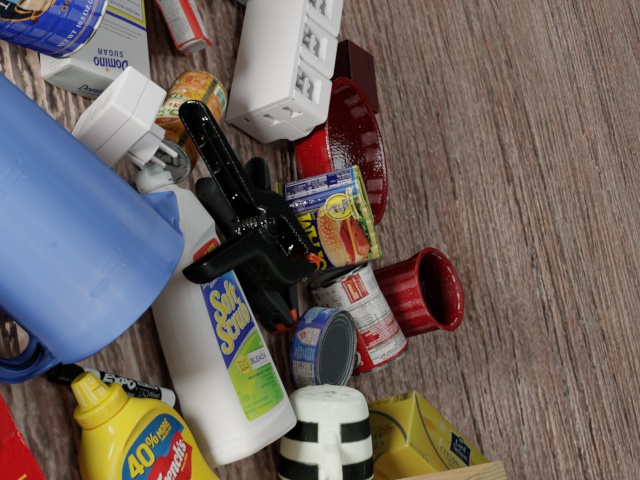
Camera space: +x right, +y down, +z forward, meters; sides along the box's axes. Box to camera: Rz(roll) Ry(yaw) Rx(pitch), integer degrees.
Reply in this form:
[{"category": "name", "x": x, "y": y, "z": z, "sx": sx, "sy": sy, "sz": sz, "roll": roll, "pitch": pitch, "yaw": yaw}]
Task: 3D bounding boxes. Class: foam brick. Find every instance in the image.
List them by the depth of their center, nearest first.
[{"category": "foam brick", "x": 0.029, "y": -0.178, "z": 1.211, "sx": 0.052, "sy": 0.051, "sz": 0.078, "roll": 22, "pitch": 56, "yaw": -48}]

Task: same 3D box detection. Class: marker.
[{"category": "marker", "x": -0.162, "y": 0.113, "z": 0.828, "sx": 0.120, "sy": 0.020, "sz": 0.020, "roll": 26, "pitch": 54, "yaw": -46}]

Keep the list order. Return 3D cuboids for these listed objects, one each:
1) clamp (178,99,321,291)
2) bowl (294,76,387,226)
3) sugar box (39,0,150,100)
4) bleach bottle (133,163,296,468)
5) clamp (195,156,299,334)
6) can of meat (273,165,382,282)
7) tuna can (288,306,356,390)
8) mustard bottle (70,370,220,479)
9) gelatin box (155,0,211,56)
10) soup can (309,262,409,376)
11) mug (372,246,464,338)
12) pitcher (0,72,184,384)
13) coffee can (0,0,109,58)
[{"category": "clamp", "x": -0.062, "y": -0.022, "z": 0.933, "sx": 0.209, "sy": 0.036, "sz": 0.164, "roll": 27, "pitch": 51, "yaw": -59}, {"category": "bowl", "x": 0.017, "y": -0.088, "z": 1.129, "sx": 0.161, "sy": 0.055, "sz": 0.162, "roll": -10, "pitch": 90, "yaw": -67}, {"category": "sugar box", "x": -0.197, "y": -0.209, "z": 0.920, "sx": 0.093, "sy": 0.048, "sz": 0.176, "roll": 16, "pitch": 63, "yaw": -50}, {"category": "bleach bottle", "x": -0.104, "y": 0.057, "z": 0.899, "sx": 0.102, "sy": 0.068, "sz": 0.251, "roll": -19, "pitch": 88, "yaw": -61}, {"category": "clamp", "x": -0.057, "y": 0.001, "z": 1.015, "sx": 0.120, "sy": 0.039, "sz": 0.171, "roll": -44, "pitch": 117, "yaw": -55}, {"category": "can of meat", "x": 0.009, "y": -0.017, "z": 1.041, "sx": 0.057, "sy": 0.084, "sz": 0.102, "roll": -97, "pitch": 170, "yaw": -55}, {"category": "tuna can", "x": 0.003, "y": 0.107, "z": 1.021, "sx": 0.086, "sy": 0.034, "sz": 0.086, "roll": -25, "pitch": 119, "yaw": -61}, {"category": "mustard bottle", "x": -0.128, "y": 0.178, "z": 0.809, "sx": 0.191, "sy": 0.058, "sz": 0.096, "roll": 58, "pitch": 41, "yaw": -16}, {"category": "gelatin box", "x": -0.132, "y": -0.213, "z": 0.993, "sx": 0.089, "sy": 0.030, "sz": 0.073, "roll": -97, "pitch": 164, "yaw": -84}, {"category": "soup can", "x": 0.039, "y": 0.078, "z": 1.083, "sx": 0.068, "sy": 0.069, "sz": 0.102, "roll": -36, "pitch": 103, "yaw": -55}, {"category": "mug", "x": 0.100, "y": 0.054, "z": 1.166, "sx": 0.093, "sy": 0.082, "sz": 0.117, "roll": 48, "pitch": 40, "yaw": -28}, {"category": "pitcher", "x": -0.225, "y": -0.028, "z": 0.730, "sx": 0.242, "sy": 0.145, "sz": 0.149, "roll": 46, "pitch": 29, "yaw": -25}, {"category": "coffee can", "x": -0.243, "y": -0.205, "z": 0.801, "sx": 0.140, "sy": 0.103, "sz": 0.103, "roll": 12, "pitch": 64, "yaw": -52}]
